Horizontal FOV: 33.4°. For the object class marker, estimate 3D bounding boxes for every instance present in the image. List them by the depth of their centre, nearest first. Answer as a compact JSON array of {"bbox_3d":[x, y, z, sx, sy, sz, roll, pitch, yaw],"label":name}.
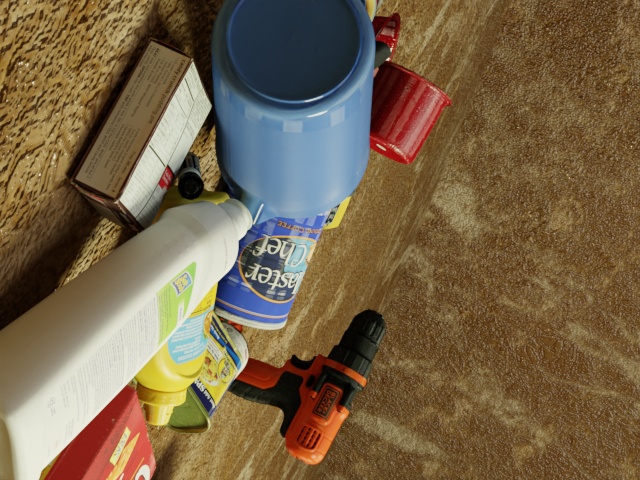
[{"bbox_3d":[-0.099,-0.050,0.804,0.121,0.020,0.020,-123,-125,-75],"label":"marker"}]

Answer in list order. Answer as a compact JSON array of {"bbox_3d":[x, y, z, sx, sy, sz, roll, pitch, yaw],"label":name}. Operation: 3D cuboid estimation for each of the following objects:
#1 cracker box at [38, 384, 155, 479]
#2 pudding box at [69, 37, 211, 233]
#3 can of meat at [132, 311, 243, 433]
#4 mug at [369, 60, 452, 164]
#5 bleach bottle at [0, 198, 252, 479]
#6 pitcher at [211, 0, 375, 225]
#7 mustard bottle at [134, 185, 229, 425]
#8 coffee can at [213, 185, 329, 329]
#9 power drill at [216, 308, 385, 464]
[{"bbox_3d":[-0.203,0.207,0.848,0.164,0.072,0.214,-60,170,-25],"label":"cracker box"},{"bbox_3d":[-0.119,-0.069,0.727,0.090,0.039,0.113,77,37,-76],"label":"pudding box"},{"bbox_3d":[-0.124,0.113,0.989,0.102,0.058,0.083,62,38,-28],"label":"can of meat"},{"bbox_3d":[0.077,-0.138,1.161,0.081,0.093,0.117,-60,-153,-2],"label":"mug"},{"bbox_3d":[-0.134,0.052,0.724,0.250,0.068,0.103,-43,157,-39],"label":"bleach bottle"},{"bbox_3d":[-0.016,-0.115,0.805,0.243,0.145,0.149,99,-24,-78],"label":"pitcher"},{"bbox_3d":[-0.118,0.055,0.851,0.096,0.058,0.192,-23,123,-71],"label":"mustard bottle"},{"bbox_3d":[-0.057,0.001,1.033,0.140,0.103,0.102,-68,170,12],"label":"coffee can"},{"bbox_3d":[-0.039,0.129,1.188,0.184,0.188,0.057,-61,168,-14],"label":"power drill"}]
